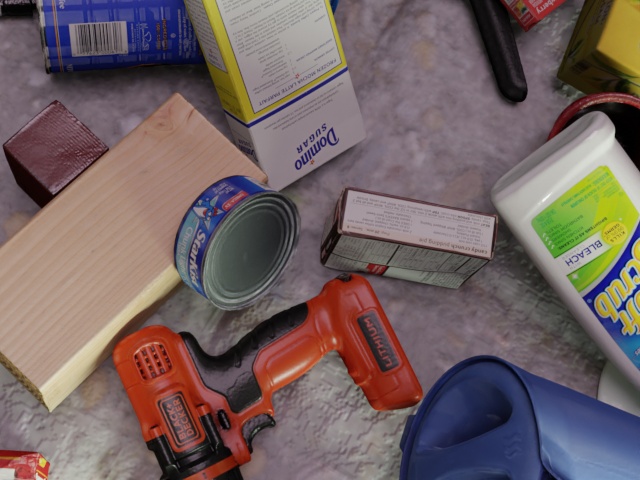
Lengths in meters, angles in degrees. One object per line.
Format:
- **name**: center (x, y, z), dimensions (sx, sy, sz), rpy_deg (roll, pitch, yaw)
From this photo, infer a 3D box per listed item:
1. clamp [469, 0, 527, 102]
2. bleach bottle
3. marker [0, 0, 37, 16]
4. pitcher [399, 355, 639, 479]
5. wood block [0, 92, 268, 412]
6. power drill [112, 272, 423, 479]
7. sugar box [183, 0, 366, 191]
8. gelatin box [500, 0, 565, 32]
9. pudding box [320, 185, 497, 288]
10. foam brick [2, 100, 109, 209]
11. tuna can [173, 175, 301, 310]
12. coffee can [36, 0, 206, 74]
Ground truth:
- **clamp**: center (0.147, -0.236, 0.888), dimensions (0.164, 0.036, 0.210), rpy_deg (-41, 87, -20)
- **bleach bottle**: center (0.231, 0.037, 0.754), dimensions (0.103, 0.068, 0.251), rpy_deg (-37, 96, 16)
- **marker**: center (-0.276, -0.176, 0.809), dimensions (0.121, 0.020, 0.020), rpy_deg (-6, 74, -11)
- **pitcher**: center (0.176, 0.167, 0.697), dimensions (0.242, 0.145, 0.149), rpy_deg (21, 39, -26)
- **wood block**: center (-0.143, 0.008, 0.736), dimensions (0.091, 0.090, 0.206), rpy_deg (43, 71, 5)
- **power drill**: center (-0.027, 0.118, 0.735), dimensions (0.187, 0.057, 0.184), rpy_deg (-24, 87, -17)
- **sugar box**: center (-0.032, -0.130, 0.762), dimensions (0.093, 0.176, 0.048), rpy_deg (-32, 42, -18)
- **gelatin box**: center (0.177, -0.222, 0.856), dimensions (0.089, 0.030, 0.073), rpy_deg (-38, 90, -19)
- **pudding box**: center (0.061, 0.000, 0.771), dimensions (0.113, 0.090, 0.039), rpy_deg (9, 72, -6)
- **foam brick**: center (-0.184, -0.053, 0.754), dimensions (0.053, 0.078, 0.051), rpy_deg (43, 72, 6)
- **tuna can**: center (-0.055, 0.001, 0.703), dimensions (0.034, 0.086, 0.086), rpy_deg (31, 67, 35)
- **coffee can**: center (-0.136, -0.178, 0.789), dimensions (0.140, 0.103, 0.103), rpy_deg (-5, 74, -11)
